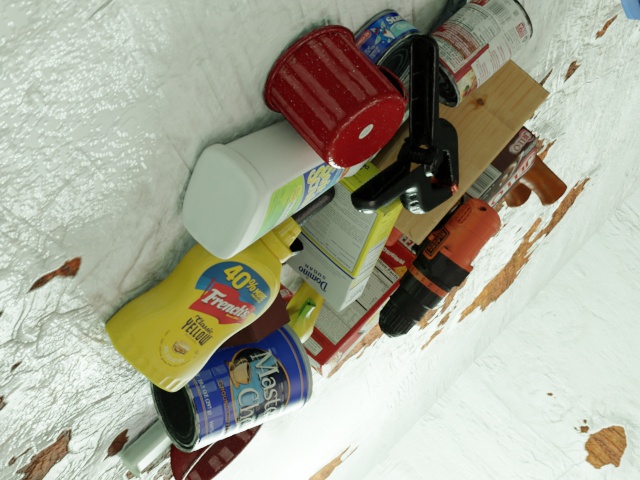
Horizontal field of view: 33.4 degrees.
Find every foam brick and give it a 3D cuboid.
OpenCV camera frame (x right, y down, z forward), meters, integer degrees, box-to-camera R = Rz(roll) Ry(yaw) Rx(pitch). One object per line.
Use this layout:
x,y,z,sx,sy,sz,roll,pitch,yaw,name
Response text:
-0.079,0.072,1.065,0.078,0.051,0.052,-13,-169,46,foam brick

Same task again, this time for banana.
-0.015,0.079,1.229,0.070,0.037,0.197,-48,-175,10,banana

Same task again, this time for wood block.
0.136,-0.108,1.128,0.206,0.091,0.090,-50,-174,14,wood block

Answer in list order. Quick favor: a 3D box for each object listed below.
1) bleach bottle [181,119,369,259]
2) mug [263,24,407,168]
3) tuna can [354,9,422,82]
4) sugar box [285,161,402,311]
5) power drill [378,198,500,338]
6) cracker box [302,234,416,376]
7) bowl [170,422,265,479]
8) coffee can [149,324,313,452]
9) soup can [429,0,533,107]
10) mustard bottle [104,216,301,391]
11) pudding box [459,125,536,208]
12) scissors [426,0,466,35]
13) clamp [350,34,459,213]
-0.011,-0.076,0.947,0.250,0.068,0.103,-34,160,-44,bleach bottle
0.023,-0.116,0.871,0.117,0.081,0.093,-18,148,-40,mug
0.053,-0.161,0.955,0.086,0.034,0.086,-42,162,-17,tuna can
0.022,-0.012,1.113,0.048,0.093,0.176,-36,161,-33,sugar box
0.110,0.006,1.235,0.057,0.188,0.184,35,100,-30,power drill
0.052,0.075,1.400,0.213,0.072,0.164,-46,171,-8,cracker box
-0.140,0.252,1.370,0.162,0.055,0.162,-42,162,-17,bowl
-0.093,0.150,1.118,0.140,0.103,0.103,-17,148,-31,coffee can
0.142,-0.184,1.008,0.102,0.068,0.068,-42,162,-11,soup can
-0.094,0.047,0.963,0.191,0.058,0.096,-42,129,0,mustard bottle
0.221,-0.084,1.335,0.113,0.039,0.090,-44,160,-6,pudding box
0.119,-0.217,1.023,0.096,0.016,0.201,-46,163,-5,scissors
0.088,-0.071,0.992,0.164,0.036,0.210,-65,156,-13,clamp
